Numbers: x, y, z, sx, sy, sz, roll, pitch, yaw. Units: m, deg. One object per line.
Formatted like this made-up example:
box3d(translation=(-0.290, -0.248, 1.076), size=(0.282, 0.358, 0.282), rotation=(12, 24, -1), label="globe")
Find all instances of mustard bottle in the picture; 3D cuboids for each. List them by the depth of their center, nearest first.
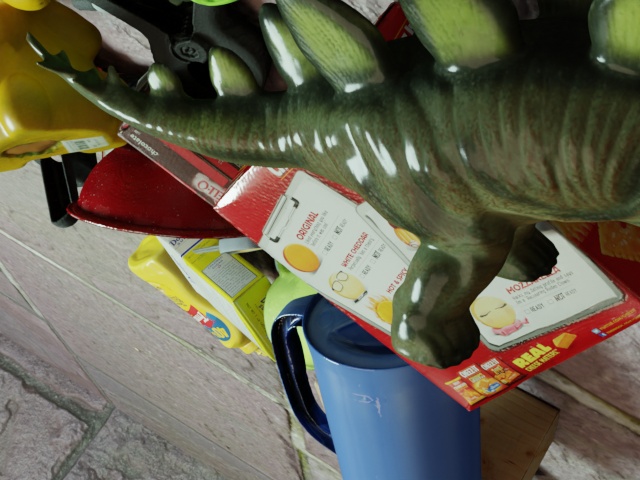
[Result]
box3d(translation=(-0.125, 0.068, 1.204), size=(0.191, 0.058, 0.096), rotation=(42, 160, -20), label="mustard bottle")

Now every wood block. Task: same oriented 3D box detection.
box3d(translation=(0.108, 0.160, 1.000), size=(0.206, 0.090, 0.091), rotation=(26, 159, 20), label="wood block")

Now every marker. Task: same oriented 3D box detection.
box3d(translation=(-0.133, -0.163, 0.738), size=(0.121, 0.020, 0.020), rotation=(18, 155, 39), label="marker")

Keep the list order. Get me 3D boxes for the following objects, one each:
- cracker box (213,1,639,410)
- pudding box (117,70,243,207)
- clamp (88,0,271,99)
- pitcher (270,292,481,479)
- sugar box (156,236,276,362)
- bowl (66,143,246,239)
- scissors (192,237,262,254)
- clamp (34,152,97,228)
box3d(translation=(0.069, -0.011, 0.627), size=(0.213, 0.072, 0.164), rotation=(39, 138, -10), label="cracker box")
box3d(translation=(-0.088, -0.078, 0.744), size=(0.090, 0.039, 0.113), rotation=(39, -158, -19), label="pudding box")
box3d(translation=(-0.091, -0.135, 0.673), size=(0.120, 0.039, 0.171), rotation=(7, 149, 21), label="clamp")
box3d(translation=(0.058, 0.147, 0.858), size=(0.149, 0.145, 0.243), rotation=(-127, 23, -55), label="pitcher")
box3d(translation=(-0.089, 0.043, 1.044), size=(0.176, 0.048, 0.093), rotation=(38, 163, 51), label="sugar box")
box3d(translation=(-0.113, -0.044, 0.829), size=(0.162, 0.055, 0.162), rotation=(6, -169, -1), label="bowl")
box3d(translation=(-0.056, 0.001, 0.930), size=(0.096, 0.016, 0.202), rotation=(-8, 180, -11), label="scissors")
box3d(translation=(-0.248, -0.095, 0.939), size=(0.164, 0.036, 0.210), rotation=(54, -173, -9), label="clamp")
